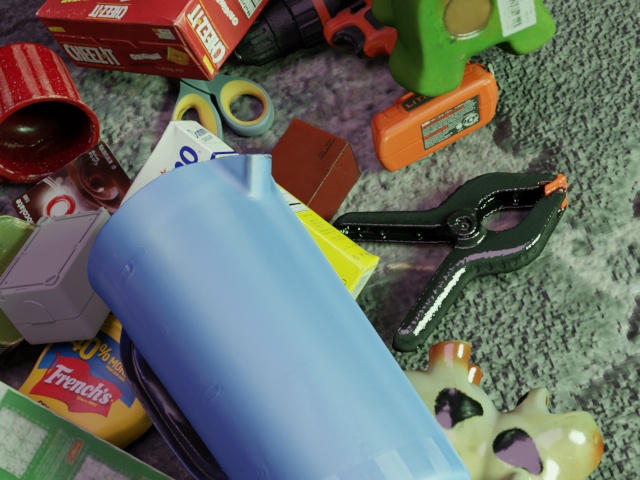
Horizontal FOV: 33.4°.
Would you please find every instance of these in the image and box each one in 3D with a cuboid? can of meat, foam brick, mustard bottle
[{"bbox_3d":[-0.244,0.040,0.791,0.057,0.084,0.102,21,61,-25],"label":"can of meat"},{"bbox_3d":[-0.014,-0.042,0.806,0.053,0.051,0.078,27,72,24],"label":"foam brick"},{"bbox_3d":[-0.165,0.111,0.758,0.096,0.058,0.191,33,74,25],"label":"mustard bottle"}]

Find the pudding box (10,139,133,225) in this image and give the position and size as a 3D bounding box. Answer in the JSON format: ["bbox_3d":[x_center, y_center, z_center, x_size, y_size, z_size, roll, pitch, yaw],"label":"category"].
[{"bbox_3d":[-0.177,-0.010,0.835,0.090,0.039,0.114,-34,61,-6],"label":"pudding box"}]

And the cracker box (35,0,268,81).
[{"bbox_3d":[-0.108,-0.234,0.889,0.164,0.072,0.213,12,60,36],"label":"cracker box"}]

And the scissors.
[{"bbox_3d":[-0.096,-0.148,0.903,0.096,0.016,0.202,-14,60,4],"label":"scissors"}]

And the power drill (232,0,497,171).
[{"bbox_3d":[0.038,-0.146,0.844,0.184,0.057,0.188,-28,60,-2],"label":"power drill"}]

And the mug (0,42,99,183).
[{"bbox_3d":[-0.244,-0.099,0.880,0.117,0.093,0.081,-51,50,27],"label":"mug"}]

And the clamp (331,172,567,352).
[{"bbox_3d":[0.102,0.008,0.759,0.171,0.039,0.120,-20,64,4],"label":"clamp"}]

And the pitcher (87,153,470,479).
[{"bbox_3d":[-0.030,0.083,0.627,0.145,0.149,0.243,-31,63,-11],"label":"pitcher"}]

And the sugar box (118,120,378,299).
[{"bbox_3d":[-0.055,0.001,0.754,0.176,0.048,0.093,36,106,11],"label":"sugar box"}]
